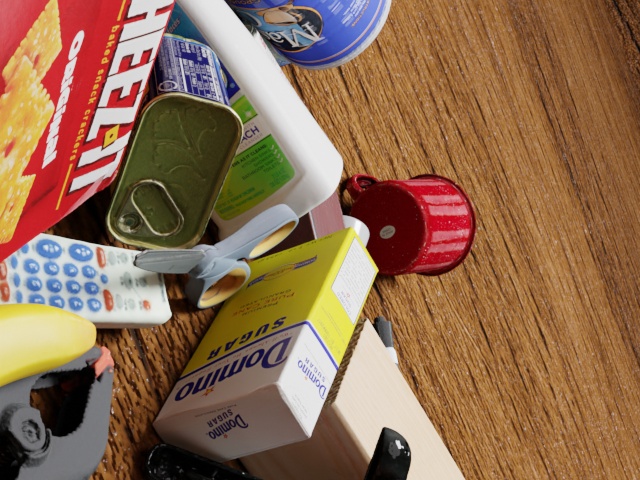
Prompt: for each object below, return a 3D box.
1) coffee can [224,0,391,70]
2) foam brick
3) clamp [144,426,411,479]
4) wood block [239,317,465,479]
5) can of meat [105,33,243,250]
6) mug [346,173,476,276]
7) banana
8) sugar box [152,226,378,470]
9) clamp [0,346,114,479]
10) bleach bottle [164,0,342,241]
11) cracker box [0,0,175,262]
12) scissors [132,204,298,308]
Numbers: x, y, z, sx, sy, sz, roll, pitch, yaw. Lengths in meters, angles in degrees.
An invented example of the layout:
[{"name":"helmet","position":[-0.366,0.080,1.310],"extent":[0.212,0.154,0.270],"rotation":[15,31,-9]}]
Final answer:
[{"name":"coffee can","position":[-0.024,-0.199,0.769],"extent":[0.140,0.103,0.103],"rotation":[33,45,-54]},{"name":"foam brick","position":[-0.014,0.001,0.791],"extent":[0.051,0.053,0.078],"rotation":[7,67,-60]},{"name":"clamp","position":[0.022,0.165,0.609],"extent":[0.209,0.165,0.036],"rotation":[44,47,-33]},{"name":"wood block","position":[0.032,0.167,0.723],"extent":[0.206,0.090,0.090],"rotation":[59,29,-22]},{"name":"can of meat","position":[-0.089,-0.059,0.622],"extent":[0.057,0.102,0.084],"rotation":[12,32,-22]},{"name":"mug","position":[0.069,-0.020,0.933],"extent":[0.117,0.093,0.081],"rotation":[46,25,22]},{"name":"banana","position":[-0.154,0.070,0.438],"extent":[0.069,0.037,0.197],"rotation":[55,25,-17]},{"name":"sugar box","position":[-0.030,0.063,0.674],"extent":[0.048,0.093,0.176],"rotation":[60,28,-18]},{"name":"clamp","position":[-0.143,0.106,0.493],"extent":[0.171,0.039,0.120],"rotation":[-30,97,-60]},{"name":"bleach bottle","position":[-0.094,-0.114,0.689],"extent":[0.250,0.103,0.068],"rotation":[51,25,-21]},{"name":"cracker box","position":[-0.145,-0.064,0.464],"extent":[0.072,0.164,0.213],"rotation":[30,30,6]},{"name":"scissors","position":[-0.054,0.001,0.619],"extent":[0.016,0.096,0.202],"rotation":[47,-8,9]}]
